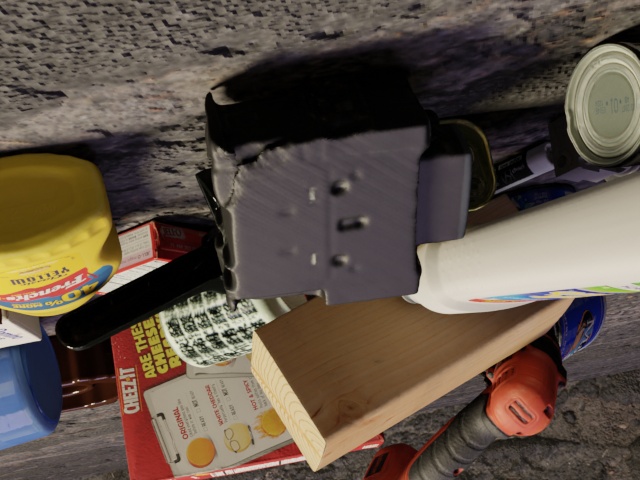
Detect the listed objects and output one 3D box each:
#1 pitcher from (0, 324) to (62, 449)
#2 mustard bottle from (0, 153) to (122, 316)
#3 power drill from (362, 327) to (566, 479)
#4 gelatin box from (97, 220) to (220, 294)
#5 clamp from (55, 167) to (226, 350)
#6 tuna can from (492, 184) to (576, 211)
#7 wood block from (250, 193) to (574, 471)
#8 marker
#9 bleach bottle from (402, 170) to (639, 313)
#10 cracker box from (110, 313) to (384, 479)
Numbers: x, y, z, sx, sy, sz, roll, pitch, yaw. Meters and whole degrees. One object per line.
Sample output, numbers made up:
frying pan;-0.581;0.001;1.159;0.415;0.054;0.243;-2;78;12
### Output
pitcher;-0.346;0.147;0.903;0.243;0.145;0.149;-14;166;1
mustard bottle;-0.170;0.007;0.644;0.096;0.058;0.192;-15;167;-10
power drill;0.118;0.144;0.862;0.188;0.057;0.184;-47;178;19
gelatin box;-0.124;0.015;0.765;0.089;0.030;0.073;-20;161;32
clamp;-0.055;0.001;0.695;0.209;0.036;0.165;-15;156;-51
tuna can;0.165;-0.015;0.846;0.086;0.034;0.086;-10;166;-3
wood block;0.063;0.064;0.749;0.206;0.091;0.090;-28;161;-16
marker;0.116;-0.039;0.750;0.020;0.020;0.121;2;161;-41
bleach bottle;0.141;0.006;0.612;0.102;0.068;0.251;0;170;-36
cracker box;-0.065;0.115;0.923;0.213;0.164;0.072;-10;164;-4
